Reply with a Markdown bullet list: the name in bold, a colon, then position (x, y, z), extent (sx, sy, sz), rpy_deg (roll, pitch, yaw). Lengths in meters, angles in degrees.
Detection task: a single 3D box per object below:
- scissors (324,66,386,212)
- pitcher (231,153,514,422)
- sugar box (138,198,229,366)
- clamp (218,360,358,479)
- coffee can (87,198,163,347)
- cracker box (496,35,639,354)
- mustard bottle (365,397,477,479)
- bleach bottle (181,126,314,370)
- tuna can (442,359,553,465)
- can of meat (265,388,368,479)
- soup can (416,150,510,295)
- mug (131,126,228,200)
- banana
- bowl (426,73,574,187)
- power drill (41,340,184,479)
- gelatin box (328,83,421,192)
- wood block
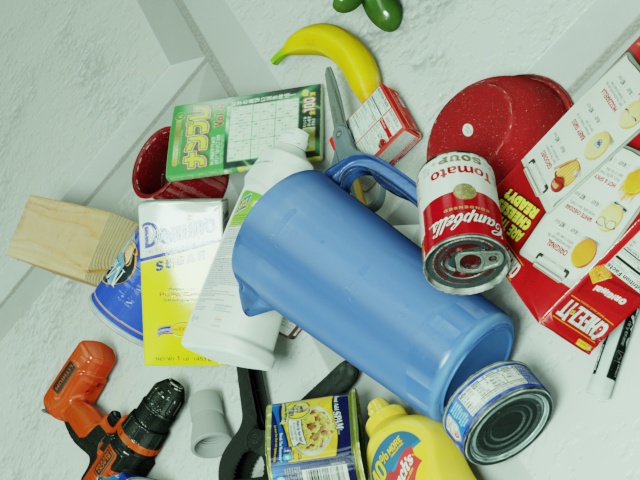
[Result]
- **scissors**: position (0.013, -0.090, 1.109), extent (0.096, 0.016, 0.202), rpy_deg (-48, 43, 22)
- **pitcher**: position (0.052, 0.040, 0.935), extent (0.243, 0.144, 0.149), rpy_deg (35, 133, 32)
- **sugar box**: position (-0.143, 0.044, 1.139), extent (0.093, 0.048, 0.176), rpy_deg (-2, 97, 6)
- **clamp**: position (-0.058, 0.192, 1.058), extent (0.165, 0.036, 0.210), rpy_deg (20, 87, 45)
- **coffee can**: position (-0.184, 0.039, 1.218), extent (0.140, 0.102, 0.103), rpy_deg (-55, 42, 8)
- **cracker box**: position (0.235, -0.040, 0.844), extent (0.214, 0.072, 0.164), rpy_deg (-49, 29, 16)
- **mustard bottle**: position (0.086, 0.204, 0.891), extent (0.192, 0.058, 0.096), rpy_deg (58, 134, 45)
- **bleach bottle**: position (-0.057, 0.001, 1.082), extent (0.103, 0.068, 0.250), rpy_deg (2, 67, 47)
- **tuna can**: position (0.142, 0.139, 0.851), extent (0.086, 0.086, 0.034), rpy_deg (-50, 45, 13)
- **can of meat**: position (-0.003, 0.184, 0.951), extent (0.084, 0.057, 0.102), rpy_deg (-9, 31, 4)
- **soup can**: position (0.114, -0.016, 0.864), extent (0.069, 0.068, 0.102), rpy_deg (-33, 37, 29)
- **mug**: position (-0.156, -0.082, 1.268), extent (0.117, 0.081, 0.093), rpy_deg (-27, 52, 34)
- **banana**: position (0.016, -0.204, 1.197), extent (0.198, 0.037, 0.070), rpy_deg (33, 107, 49)
- **bowl**: position (0.153, -0.092, 0.984), extent (0.162, 0.055, 0.162), rpy_deg (-23, 54, 36)
- **power drill**: position (-0.241, 0.196, 1.226), extent (0.184, 0.057, 0.188), rpy_deg (-55, 42, 9)
- **gelatin box**: position (0.056, -0.106, 1.106), extent (0.089, 0.030, 0.073), rpy_deg (-45, 45, 24)
- **wood block**: position (-0.302, 0.007, 1.362), extent (0.206, 0.090, 0.090), rpy_deg (12, 79, 47)
